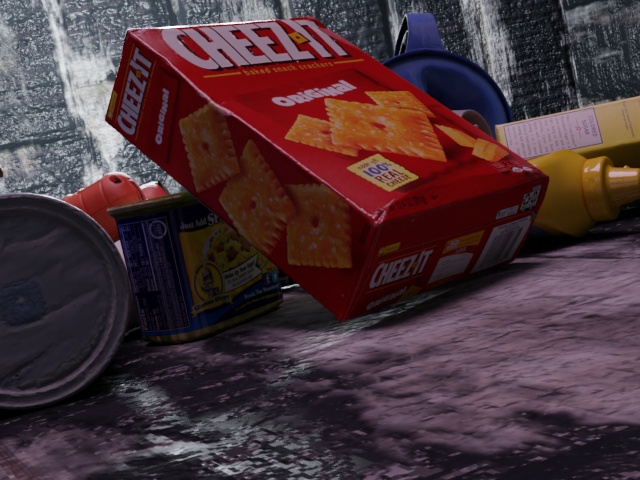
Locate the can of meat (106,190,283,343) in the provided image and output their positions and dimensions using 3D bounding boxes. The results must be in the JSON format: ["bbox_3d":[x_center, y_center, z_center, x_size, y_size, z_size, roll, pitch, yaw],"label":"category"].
[{"bbox_3d":[-0.072,0.010,0.651,0.058,0.084,0.101,-8,7,39],"label":"can of meat"}]

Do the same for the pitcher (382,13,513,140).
[{"bbox_3d":[0.079,-0.086,0.939,0.149,0.145,0.243,-49,0,-4],"label":"pitcher"}]

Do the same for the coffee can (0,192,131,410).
[{"bbox_3d":[-0.158,0.027,0.568,0.102,0.103,0.140,-13,5,-14],"label":"coffee can"}]

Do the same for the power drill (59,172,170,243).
[{"bbox_3d":[-0.195,0.007,0.839,0.184,0.057,0.187,-28,0,11],"label":"power drill"}]

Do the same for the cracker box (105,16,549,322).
[{"bbox_3d":[0.004,-0.056,0.631,0.163,0.072,0.214,-15,45,-45],"label":"cracker box"}]
